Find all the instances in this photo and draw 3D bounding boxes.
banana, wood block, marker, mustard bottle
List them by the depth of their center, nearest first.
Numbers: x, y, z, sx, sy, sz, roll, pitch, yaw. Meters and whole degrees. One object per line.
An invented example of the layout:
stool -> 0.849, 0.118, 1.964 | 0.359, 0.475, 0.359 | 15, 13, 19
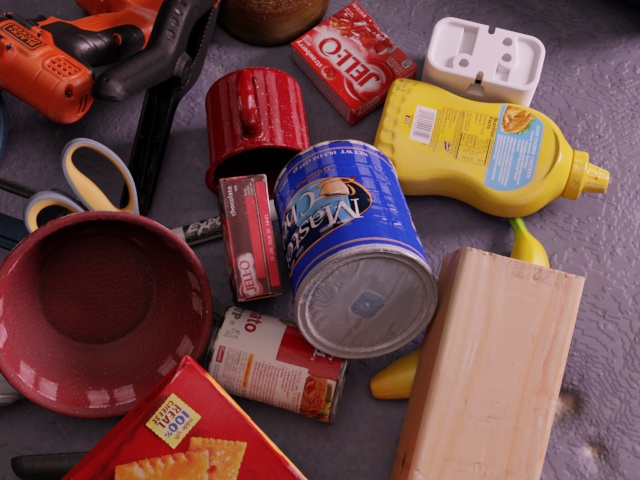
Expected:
wood block -> 0.113, 0.117, 0.762 | 0.090, 0.091, 0.206 | 14, 85, -1
banana -> 0.124, 0.064, 0.845 | 0.070, 0.037, 0.197 | 26, 65, 41
marker -> -0.094, -0.008, 0.880 | 0.121, 0.020, 0.020 | -16, 69, -6
mustard bottle -> 0.142, -0.070, 0.881 | 0.191, 0.058, 0.096 | 13, 65, 6

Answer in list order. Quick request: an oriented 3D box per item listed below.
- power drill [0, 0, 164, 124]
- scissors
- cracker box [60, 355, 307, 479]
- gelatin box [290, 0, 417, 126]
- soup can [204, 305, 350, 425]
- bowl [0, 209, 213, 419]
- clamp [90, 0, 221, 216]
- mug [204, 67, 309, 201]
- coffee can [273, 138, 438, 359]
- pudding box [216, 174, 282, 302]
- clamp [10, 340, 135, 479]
power drill -> -0.223, -0.180, 0.880 | 0.184, 0.057, 0.187 | 36, 40, 11
scissors -> -0.148, 0.017, 0.817 | 0.096, 0.016, 0.201 | -32, 109, -6
cracker box -> -0.074, 0.207, 0.703 | 0.164, 0.072, 0.214 | -44, 60, -6
gelatin box -> 0.029, -0.155, 0.931 | 0.073, 0.030, 0.089 | -36, 72, -13
soup can -> -0.031, 0.094, 0.813 | 0.102, 0.068, 0.068 | 15, 69, 6
bowl -> -0.162, 0.047, 0.784 | 0.162, 0.055, 0.162 | -5, 110, -13
clamp -> -0.128, -0.131, 0.877 | 0.036, 0.165, 0.209 | 16, 52, 8
mug -> -0.053, -0.092, 0.864 | 0.093, 0.117, 0.081 | -10, 64, 5
coffee can -> 0.023, 0.004, 0.800 | 0.102, 0.103, 0.140 | -9, 39, -4
pudding box -> -0.055, 0.001, 0.815 | 0.039, 0.113, 0.090 | -8, 87, -5
clamp -> -0.144, 0.164, 0.802 | 0.172, 0.039, 0.120 | 34, 76, 18
